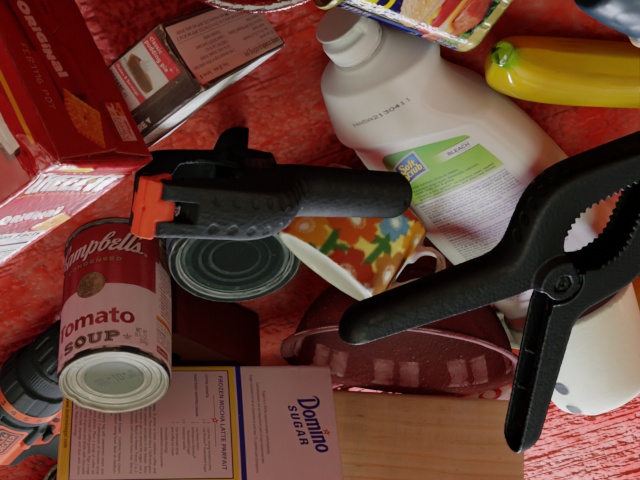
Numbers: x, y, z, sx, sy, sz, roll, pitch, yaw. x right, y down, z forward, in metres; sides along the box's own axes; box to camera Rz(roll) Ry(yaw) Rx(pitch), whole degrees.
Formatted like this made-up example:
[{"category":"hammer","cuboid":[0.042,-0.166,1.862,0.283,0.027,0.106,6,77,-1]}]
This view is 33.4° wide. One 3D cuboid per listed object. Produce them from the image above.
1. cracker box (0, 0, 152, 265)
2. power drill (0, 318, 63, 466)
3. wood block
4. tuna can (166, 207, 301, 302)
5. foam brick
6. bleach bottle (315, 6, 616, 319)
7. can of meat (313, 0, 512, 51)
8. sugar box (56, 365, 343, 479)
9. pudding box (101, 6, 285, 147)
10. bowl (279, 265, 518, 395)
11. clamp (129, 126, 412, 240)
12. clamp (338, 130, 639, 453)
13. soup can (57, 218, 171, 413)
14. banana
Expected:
[{"category":"cracker box","cuboid":[-0.204,-0.053,0.484,0.214,0.164,0.072,-31,172,25]},{"category":"power drill","cuboid":[-0.159,0.134,0.791,0.187,0.057,0.185,25,133,-29]},{"category":"wood block","cuboid":[0.044,0.167,0.787,0.206,0.090,0.091,2,156,8]},{"category":"tuna can","cuboid":[-0.054,0.001,0.670,0.086,0.034,0.086,-4,139,-4]},{"category":"foam brick","cuboid":[-0.086,0.068,0.729,0.078,0.051,0.053,30,127,-36]},{"category":"bleach bottle","cuboid":[0.087,-0.049,0.616,0.103,0.068,0.250,-28,133,21]},{"category":"can of meat","cuboid":[0.055,-0.145,0.505,0.083,0.057,0.102,14,135,-27]},{"category":"sugar box","cuboid":[-0.078,0.129,0.688,0.176,0.093,0.048,3,141,-12]},{"category":"pudding box","cuboid":[-0.076,-0.076,0.524,0.090,0.113,0.039,-34,98,26]},{"category":"bowl","cuboid":[0.056,0.058,0.714,0.162,0.055,0.162,6,159,2]},{"category":"clamp","cuboid":[-0.044,-0.031,0.539,0.171,0.120,0.039,-7,108,-53]},{"category":"clamp","cuboid":[0.120,0.016,0.604,0.164,0.036,0.210,27,106,-29]},{"category":"soup can","cuboid":[-0.126,0.046,0.659,0.068,0.102,0.068,-4,139,-4]},{"category":"banana","cuboid":[0.167,-0.089,0.583,0.197,0.070,0.037,0,107,-19]}]
